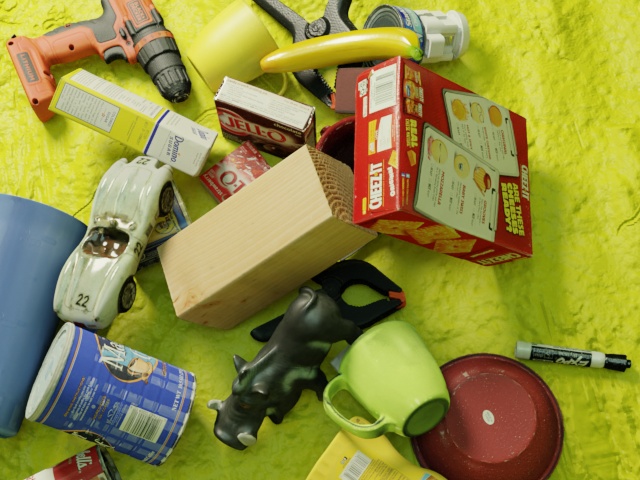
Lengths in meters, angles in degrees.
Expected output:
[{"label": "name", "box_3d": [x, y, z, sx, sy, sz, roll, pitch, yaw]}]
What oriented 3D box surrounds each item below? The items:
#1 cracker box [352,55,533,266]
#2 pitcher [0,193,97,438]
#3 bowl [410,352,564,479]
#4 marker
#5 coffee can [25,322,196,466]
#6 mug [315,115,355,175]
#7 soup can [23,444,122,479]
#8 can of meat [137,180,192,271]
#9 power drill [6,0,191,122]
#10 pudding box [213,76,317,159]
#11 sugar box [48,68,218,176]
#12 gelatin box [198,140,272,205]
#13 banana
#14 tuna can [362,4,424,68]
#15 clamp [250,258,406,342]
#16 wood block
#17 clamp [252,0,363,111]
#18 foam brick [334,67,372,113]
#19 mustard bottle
[{"label": "cracker box", "box_3d": [0.128, -0.075, 1.109, 0.072, 0.213, 0.164, -16, 66, 44]}, {"label": "pitcher", "box_3d": [-0.328, 0.083, 1.132, 0.149, 0.145, 0.243, 8, 73, 19]}, {"label": "bowl", "box_3d": [0.172, 0.187, 1.095, 0.162, 0.055, 0.162, -1, 69, 3]}, {"label": "marker", "box_3d": [0.268, 0.123, 1.133, 0.121, 0.020, 0.020, 7, 70, 5]}, {"label": "coffee can", "box_3d": [-0.210, 0.155, 1.073, 0.140, 0.103, 0.102, 25, 70, -18]}, {"label": "mug", "box_3d": [0.041, -0.084, 1.185, 0.093, 0.081, 0.117, -44, 58, -7]}, {"label": "soup can", "box_3d": [-0.256, 0.258, 1.084, 0.102, 0.068, 0.068, -25, 70, -6]}, {"label": "can of meat", "box_3d": [-0.192, -0.024, 1.194, 0.084, 0.057, 0.102, -23, 69, -7]}, {"label": "power drill", "box_3d": [-0.264, -0.213, 1.272, 0.187, 0.057, 0.184, -25, 70, -8]}, {"label": "pudding box", "box_3d": [-0.061, -0.134, 1.211, 0.113, 0.090, 0.039, 19, 71, 9]}, {"label": "sugar box", "box_3d": [-0.205, -0.132, 1.191, 0.176, 0.093, 0.048, 27, 105, -6]}, {"label": "gelatin box", "box_3d": [-0.083, -0.059, 1.215, 0.073, 0.030, 0.089, -38, 72, -11]}, {"label": "banana", "box_3d": [0.030, -0.214, 1.195, 0.198, 0.069, 0.037, -2, 106, 26]}, {"label": "tuna can", "box_3d": [0.083, -0.229, 1.241, 0.033, 0.086, 0.086, 1, 65, -33]}, {"label": "clamp", "box_3d": [0.007, 0.047, 1.165, 0.171, 0.039, 0.120, -3, 79, 2]}, {"label": "wood block", "box_3d": [-0.057, 0.002, 1.108, 0.206, 0.090, 0.091, -33, 61, 23]}, {"label": "clamp", "box_3d": [-0.008, -0.249, 1.269, 0.165, 0.036, 0.210, -11, 77, 24]}, {"label": "foam brick", "box_3d": [0.059, -0.167, 1.199, 0.052, 0.078, 0.051, -4, 99, -34]}, {"label": "mustard bottle", "box_3d": [0.084, 0.268, 1.066, 0.192, 0.058, 0.096, 34, 74, 15]}]
